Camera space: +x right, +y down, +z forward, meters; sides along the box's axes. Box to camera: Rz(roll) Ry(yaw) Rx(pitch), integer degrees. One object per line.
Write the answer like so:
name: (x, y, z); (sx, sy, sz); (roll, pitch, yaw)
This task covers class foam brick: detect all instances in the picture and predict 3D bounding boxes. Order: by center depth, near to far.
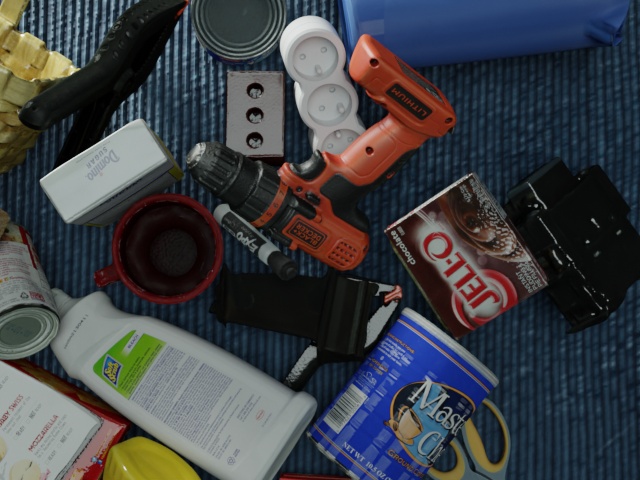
foam brick: (-0.058, -0.108, 0.950); (0.053, 0.051, 0.078); (0, 87, -2)

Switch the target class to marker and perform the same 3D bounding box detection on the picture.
marker: (-0.056, 0.001, 0.920); (0.020, 0.121, 0.020); (-18, 126, -28)

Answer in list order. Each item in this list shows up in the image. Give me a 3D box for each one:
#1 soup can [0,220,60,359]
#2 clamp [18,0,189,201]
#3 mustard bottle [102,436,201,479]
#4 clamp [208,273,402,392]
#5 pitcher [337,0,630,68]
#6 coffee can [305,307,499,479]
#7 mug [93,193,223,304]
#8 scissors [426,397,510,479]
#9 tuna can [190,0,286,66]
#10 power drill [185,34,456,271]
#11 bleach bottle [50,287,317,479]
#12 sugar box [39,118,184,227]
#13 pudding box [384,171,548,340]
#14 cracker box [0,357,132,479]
soup can: (-0.265, 0.041, 0.903); (0.068, 0.068, 0.102); (-28, 54, -4)
clamp: (-0.184, -0.132, 0.924); (0.036, 0.165, 0.209); (32, 63, 4)
mustard bottle: (-0.156, 0.267, 0.900); (0.096, 0.058, 0.192); (32, 118, 29)
clamp: (-0.004, 0.089, 0.950); (0.171, 0.039, 0.120); (-16, 94, 4)
pitcher: (0.137, -0.225, 0.936); (0.243, 0.149, 0.145); (-9, 102, 0)
coffee can: (0.070, 0.143, 0.917); (0.103, 0.103, 0.140); (39, 86, 0)
mug: (-0.140, 0.014, 0.925); (0.117, 0.081, 0.093); (-25, 88, -4)
scissors: (0.144, 0.241, 0.959); (0.096, 0.016, 0.202); (-11, 87, -1)
tuna can: (-0.073, -0.202, 0.963); (0.086, 0.034, 0.086); (0, 87, -2)
power drill: (0.006, -0.078, 0.895); (0.184, 0.057, 0.188); (31, 114, -28)
bleach bottle: (-0.133, 0.112, 0.917); (0.251, 0.068, 0.102); (32, 79, 12)
sugar box: (-0.167, -0.052, 0.880); (0.093, 0.176, 0.048); (-33, 89, -4)
pudding box: (0.122, 0.012, 0.886); (0.090, 0.039, 0.113); (-34, 87, 16)
cracker box: (-0.293, 0.177, 0.916); (0.213, 0.072, 0.164); (28, 86, 0)
